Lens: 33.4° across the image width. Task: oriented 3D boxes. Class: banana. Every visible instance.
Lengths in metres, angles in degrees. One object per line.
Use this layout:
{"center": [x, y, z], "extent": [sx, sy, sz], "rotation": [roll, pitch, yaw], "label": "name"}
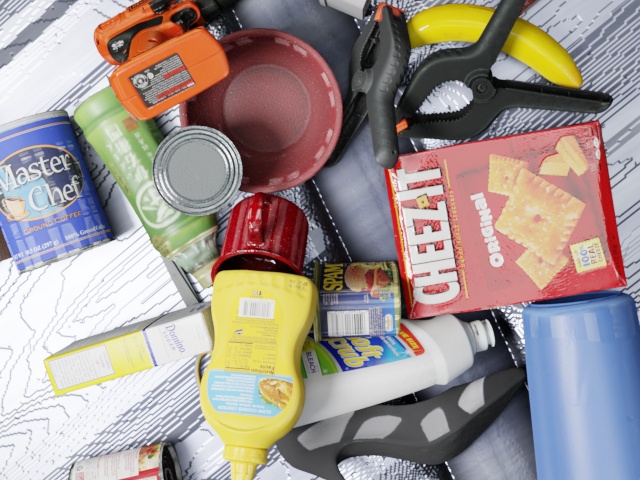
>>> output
{"center": [0.165, -0.196, 1.054], "extent": [0.198, 0.037, 0.070], "rotation": [10, 122, 7], "label": "banana"}

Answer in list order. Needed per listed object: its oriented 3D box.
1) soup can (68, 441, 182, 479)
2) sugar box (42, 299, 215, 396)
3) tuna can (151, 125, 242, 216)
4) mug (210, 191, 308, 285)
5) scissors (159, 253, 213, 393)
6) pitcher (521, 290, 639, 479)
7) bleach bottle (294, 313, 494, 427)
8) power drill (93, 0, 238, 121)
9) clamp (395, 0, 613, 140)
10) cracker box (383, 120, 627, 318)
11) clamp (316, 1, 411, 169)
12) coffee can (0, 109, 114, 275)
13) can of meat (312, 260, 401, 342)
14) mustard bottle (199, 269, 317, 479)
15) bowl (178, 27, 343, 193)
{"center": [-0.201, 0.252, 1.105], "extent": [0.102, 0.068, 0.068], "rotation": [-13, 93, 6], "label": "soup can"}
{"center": [-0.176, 0.104, 1.067], "extent": [0.176, 0.093, 0.048], "rotation": [-15, 95, 15], "label": "sugar box"}
{"center": [-0.118, -0.066, 1.025], "extent": [0.086, 0.034, 0.086], "rotation": [0, 91, -5], "label": "tuna can"}
{"center": [-0.057, 0.001, 1.042], "extent": [0.093, 0.117, 0.081], "rotation": [1, 50, 9], "label": "mug"}
{"center": [-0.106, 0.078, 1.109], "extent": [0.096, 0.016, 0.202], "rotation": [-12, 94, 4], "label": "scissors"}
{"center": [0.274, 0.173, 1.034], "extent": [0.145, 0.149, 0.243], "rotation": [-8, 91, 21], "label": "pitcher"}
{"center": [0.047, 0.118, 1.062], "extent": [0.250, 0.102, 0.068], "rotation": [-14, 127, -6], "label": "bleach bottle"}
{"center": [-0.131, -0.197, 1.010], "extent": [0.184, 0.187, 0.057], "rotation": [-28, 120, 8], "label": "power drill"}
{"center": [0.167, -0.149, 1.037], "extent": [0.210, 0.036, 0.164], "rotation": [-32, 109, 24], "label": "clamp"}
{"center": [0.178, -0.020, 1.046], "extent": [0.214, 0.072, 0.164], "rotation": [-9, 93, 7], "label": "cracker box"}
{"center": [0.045, -0.146, 1.051], "extent": [0.039, 0.120, 0.171], "rotation": [21, 74, -38], "label": "clamp"}
{"center": [-0.279, -0.048, 1.071], "extent": [0.103, 0.102, 0.140], "rotation": [-20, 93, 6], "label": "coffee can"}
{"center": [0.036, 0.058, 1.051], "extent": [0.084, 0.102, 0.057], "rotation": [-2, 110, 3], "label": "can of meat"}
{"center": [-0.060, 0.126, 0.974], "extent": [0.096, 0.058, 0.191], "rotation": [4, 77, 11], "label": "mustard bottle"}
{"center": [-0.057, -0.130, 1.063], "extent": [0.162, 0.055, 0.162], "rotation": [1, 101, 4], "label": "bowl"}
